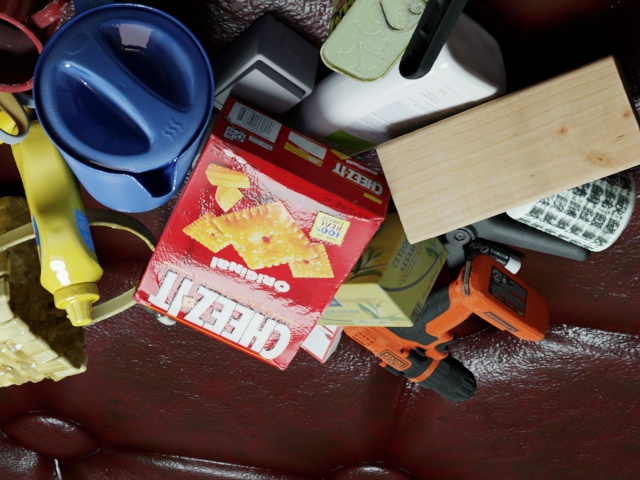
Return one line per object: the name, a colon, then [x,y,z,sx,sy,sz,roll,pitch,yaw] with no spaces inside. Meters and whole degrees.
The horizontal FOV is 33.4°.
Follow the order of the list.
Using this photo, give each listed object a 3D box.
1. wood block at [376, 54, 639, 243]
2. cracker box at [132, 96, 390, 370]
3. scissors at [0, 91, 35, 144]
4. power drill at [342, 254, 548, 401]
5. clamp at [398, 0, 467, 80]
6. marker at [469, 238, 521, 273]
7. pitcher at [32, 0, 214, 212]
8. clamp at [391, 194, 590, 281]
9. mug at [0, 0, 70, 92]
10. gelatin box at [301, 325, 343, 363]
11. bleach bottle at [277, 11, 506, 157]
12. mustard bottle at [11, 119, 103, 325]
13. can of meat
wood block: [0.165,-0.074,0.903,0.206,0.090,0.090,-20,177,20]
cracker box: [-0.056,0.001,0.960,0.164,0.072,0.214,26,127,-7]
scissors: [-0.313,-0.181,0.954,0.016,0.096,0.202,-22,103,40]
power drill: [0.142,0.097,1.109,0.184,0.057,0.188,33,137,-25]
clamp: [0.101,-0.195,0.759,0.171,0.039,0.120,-31,132,-18]
marker: [0.157,0.004,1.115,0.121,0.020,0.020,25,140,-20]
pitcher: [-0.164,-0.106,0.900,0.145,0.149,0.243,23,169,-5]
clamp: [0.138,-0.008,1.061,0.209,0.036,0.165,34,134,-17]
mug: [-0.255,-0.189,0.892,0.117,0.081,0.093,-17,136,30]
gelatin box: [-0.008,0.090,1.229,0.073,0.030,0.089,36,143,12]
bleach bottle: [0.032,-0.117,0.937,0.251,0.068,0.102,-22,152,36]
mustard bottle: [-0.244,-0.013,1.008,0.058,0.191,0.096,-14,166,-10]
can of meat: [0.047,-0.188,0.832,0.057,0.084,0.102,22,141,-17]
